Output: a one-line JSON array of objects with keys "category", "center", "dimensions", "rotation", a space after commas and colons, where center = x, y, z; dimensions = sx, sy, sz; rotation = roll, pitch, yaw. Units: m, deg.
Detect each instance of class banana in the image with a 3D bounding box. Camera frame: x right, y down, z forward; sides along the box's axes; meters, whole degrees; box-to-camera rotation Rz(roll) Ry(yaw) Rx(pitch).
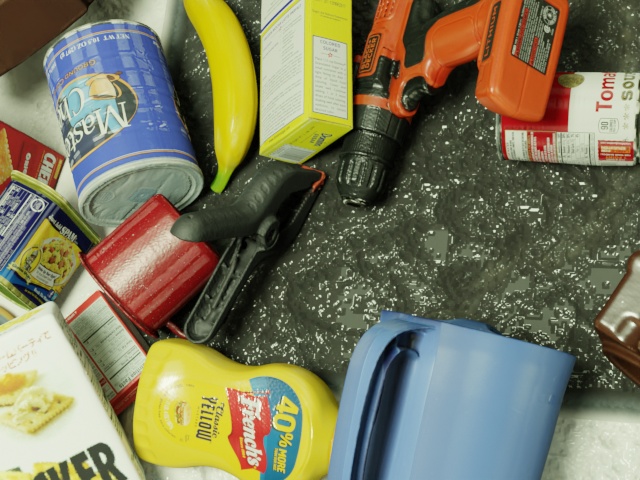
[{"category": "banana", "center": [-0.085, -0.143, 0.900], "dimensions": [0.070, 0.037, 0.198], "rotation": [-24, 64, 35]}]

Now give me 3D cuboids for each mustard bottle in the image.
[{"category": "mustard bottle", "center": [-0.044, 0.138, 0.799], "dimensions": [0.192, 0.058, 0.096], "rotation": [10, 92, 20]}]

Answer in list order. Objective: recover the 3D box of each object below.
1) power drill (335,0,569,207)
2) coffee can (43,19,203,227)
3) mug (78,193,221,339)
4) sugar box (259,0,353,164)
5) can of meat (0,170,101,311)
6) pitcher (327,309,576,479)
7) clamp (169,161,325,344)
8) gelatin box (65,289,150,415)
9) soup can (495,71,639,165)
[{"category": "power drill", "center": [0.086, -0.116, 0.786], "dimensions": [0.188, 0.057, 0.184], "rotation": [-1, 72, 55]}, {"category": "coffee can", "center": [-0.164, -0.096, 0.885], "dimensions": [0.103, 0.102, 0.140], "rotation": [-23, 68, 10]}, {"category": "mug", "center": [-0.123, 0.026, 0.850], "dimensions": [0.081, 0.093, 0.117], "rotation": [-42, 97, -3]}, {"category": "sugar box", "center": [-0.012, -0.160, 0.861], "dimensions": [0.093, 0.048, 0.176], "rotation": [-27, 57, 58]}, {"category": "can of meat", "center": [-0.237, 0.006, 0.872], "dimensions": [0.057, 0.102, 0.084], "rotation": [25, 73, 22]}, {"category": "pitcher", "center": [0.071, 0.170, 0.702], "dimensions": [0.149, 0.145, 0.243], "rotation": [14, 85, 0]}, {"category": "clamp", "center": [-0.055, 0.001, 0.823], "dimensions": [0.039, 0.120, 0.171], "rotation": [31, 42, 23]}, {"category": "gelatin box", "center": [-0.179, 0.097, 0.873], "dimensions": [0.073, 0.030, 0.089], "rotation": [-42, 68, 2]}, {"category": "soup can", "center": [0.185, -0.091, 0.786], "dimensions": [0.102, 0.068, 0.068], "rotation": [4, 76, 19]}]
